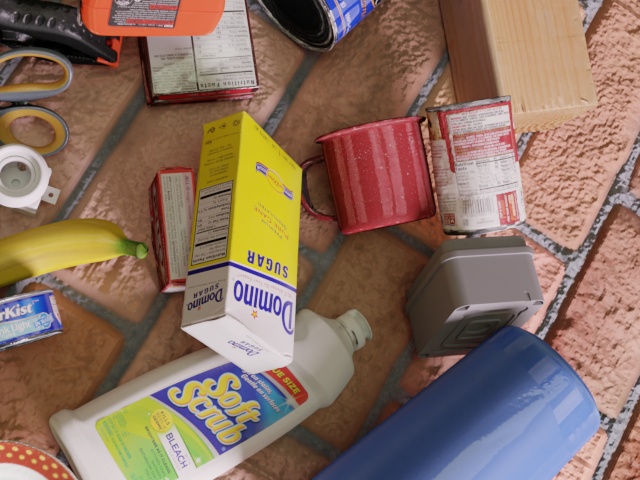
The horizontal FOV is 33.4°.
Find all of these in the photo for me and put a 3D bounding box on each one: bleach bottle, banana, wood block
[{"bbox_3d":[-0.073,0.118,0.823,0.250,0.068,0.102,-29,89,-20],"label":"bleach bottle"},{"bbox_3d":[-0.230,0.018,0.793,0.197,0.070,0.037,-18,106,-11],"label":"banana"},{"bbox_3d":[0.162,-0.201,0.920,0.090,0.090,0.206,-7,84,-15],"label":"wood block"}]

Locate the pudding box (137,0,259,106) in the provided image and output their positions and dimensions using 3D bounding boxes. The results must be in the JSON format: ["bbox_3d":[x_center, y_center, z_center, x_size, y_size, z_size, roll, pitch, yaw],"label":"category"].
[{"bbox_3d":[-0.103,-0.169,0.871,0.090,0.039,0.113,-6,85,-17],"label":"pudding box"}]

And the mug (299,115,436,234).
[{"bbox_3d":[0.036,-0.049,0.870,0.117,0.093,0.081,-11,89,14],"label":"mug"}]

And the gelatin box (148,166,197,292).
[{"bbox_3d":[-0.113,-0.007,0.824,0.030,0.073,0.089,-6,83,-15],"label":"gelatin box"}]

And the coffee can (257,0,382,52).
[{"bbox_3d":[0.022,-0.239,0.880,0.103,0.103,0.140,47,73,-4],"label":"coffee can"}]

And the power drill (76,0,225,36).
[{"bbox_3d":[-0.132,-0.239,0.828,0.184,0.057,0.188,-5,52,-22],"label":"power drill"}]

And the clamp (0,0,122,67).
[{"bbox_3d":[-0.230,-0.167,0.797,0.171,0.120,0.039,7,85,-18],"label":"clamp"}]

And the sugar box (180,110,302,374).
[{"bbox_3d":[-0.055,0.001,0.801,0.093,0.048,0.176,42,39,-48],"label":"sugar box"}]

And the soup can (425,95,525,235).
[{"bbox_3d":[0.123,-0.059,0.843,0.068,0.069,0.102,-11,97,-17],"label":"soup can"}]

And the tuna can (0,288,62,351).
[{"bbox_3d":[-0.232,0.063,0.775,0.086,0.086,0.034,-16,87,-17],"label":"tuna can"}]

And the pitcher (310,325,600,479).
[{"bbox_3d":[0.095,0.185,0.813,0.242,0.149,0.145,-40,83,-11],"label":"pitcher"}]

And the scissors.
[{"bbox_3d":[-0.281,-0.094,0.817,0.202,0.016,0.096,-14,118,3],"label":"scissors"}]
